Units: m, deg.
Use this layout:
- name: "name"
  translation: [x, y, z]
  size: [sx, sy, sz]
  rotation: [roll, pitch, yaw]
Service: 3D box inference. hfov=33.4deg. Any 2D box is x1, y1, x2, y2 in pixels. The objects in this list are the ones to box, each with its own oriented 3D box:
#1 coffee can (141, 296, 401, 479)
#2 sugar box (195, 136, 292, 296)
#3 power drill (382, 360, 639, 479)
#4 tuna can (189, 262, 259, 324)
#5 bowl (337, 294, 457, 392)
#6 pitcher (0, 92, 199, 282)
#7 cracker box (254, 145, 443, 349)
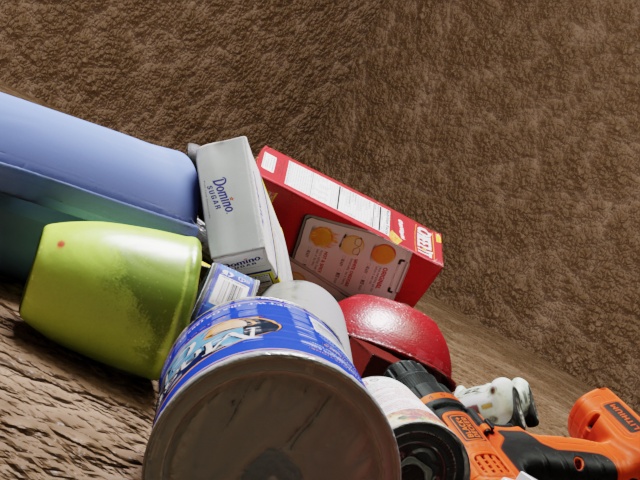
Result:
- name: "coffee can"
  translation: [-0.026, 0.086, 0.486]
  size: [0.102, 0.103, 0.140]
  rotation: [27, 3, -8]
- name: "sugar box"
  translation: [-0.056, 0.001, 0.832]
  size: [0.048, 0.093, 0.176]
  rotation: [-13, -24, 4]
- name: "power drill"
  translation: [0.153, 0.150, 0.821]
  size: [0.187, 0.057, 0.184]
  rotation: [2, 25, -21]
- name: "tuna can"
  translation: [-0.073, 0.058, 0.702]
  size: [0.033, 0.086, 0.086]
  rotation: [25, 3, -7]
- name: "bowl"
  translation: [0.064, 0.096, 1.048]
  size: [0.162, 0.055, 0.162]
  rotation: [19, -17, 6]
- name: "pitcher"
  translation: [-0.209, -0.037, 0.736]
  size: [0.242, 0.149, 0.145]
  rotation: [20, 41, -37]
- name: "cracker box"
  translation: [-0.005, 0.020, 1.108]
  size: [0.213, 0.164, 0.072]
  rotation: [26, 33, -12]
